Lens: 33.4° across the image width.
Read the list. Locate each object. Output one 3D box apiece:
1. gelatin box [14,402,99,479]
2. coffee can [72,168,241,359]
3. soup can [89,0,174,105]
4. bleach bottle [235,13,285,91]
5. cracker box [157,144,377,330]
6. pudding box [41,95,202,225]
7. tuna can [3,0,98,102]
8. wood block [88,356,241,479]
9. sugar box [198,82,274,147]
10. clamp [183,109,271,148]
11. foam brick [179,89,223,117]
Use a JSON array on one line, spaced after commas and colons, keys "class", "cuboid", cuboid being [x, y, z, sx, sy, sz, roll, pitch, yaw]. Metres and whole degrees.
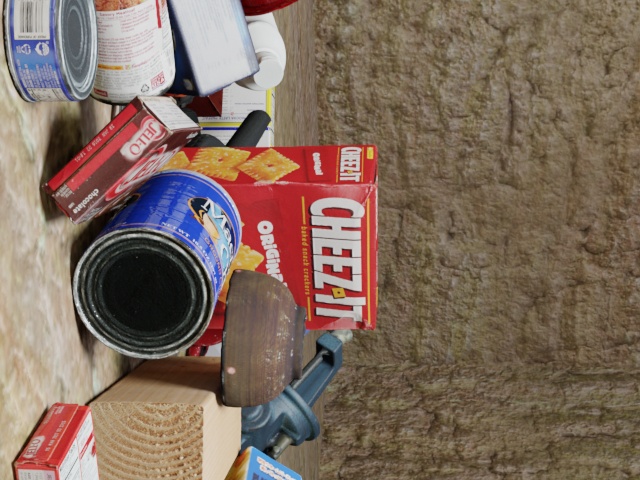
[{"class": "gelatin box", "cuboid": [-0.167, 0.160, 0.686, 0.073, 0.030, 0.089, -76, 166, -68]}, {"class": "coffee can", "cuboid": [-0.121, 0.014, 0.819, 0.140, 0.103, 0.103, -78, 168, -69]}, {"class": "soup can", "cuboid": [-0.141, -0.155, 0.753, 0.068, 0.068, 0.102, -85, 174, -50]}, {"class": "bleach bottle", "cuboid": [-0.082, -0.225, 1.056, 0.251, 0.068, 0.102, -117, -160, -52]}, {"class": "cracker box", "cuboid": [-0.056, 0.001, 0.943, 0.072, 0.214, 0.164, -84, 173, -52]}, {"class": "pudding box", "cuboid": [-0.133, -0.058, 0.734, 0.039, 0.090, 0.113, 48, 8, -5]}, {"class": "tuna can", "cuboid": [-0.165, -0.128, 0.661, 0.086, 0.034, 0.086, 1, 89, -86]}, {"class": "wood block", "cuboid": [-0.124, 0.158, 0.890, 0.206, 0.090, 0.091, -47, 138, -85]}, {"class": "sugar box", "cuboid": [-0.098, -0.147, 1.208, 0.048, 0.093, 0.176, 31, 61, -85]}, {"class": "clamp", "cuboid": [-0.094, -0.065, 1.057, 0.209, 0.036, 0.164, 14, 70, -64]}, {"class": "foam brick", "cuboid": [-0.128, -0.157, 1.066, 0.078, 0.051, 0.053, 66, 25, -80]}]
